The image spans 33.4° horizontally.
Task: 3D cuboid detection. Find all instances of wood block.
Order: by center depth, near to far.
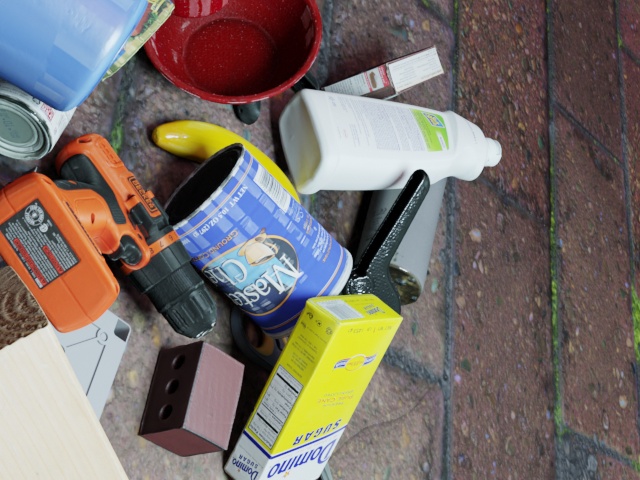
[{"bbox_3d":[-0.180,0.133,0.659,0.090,0.090,0.206,-29,124,-18],"label":"wood block"}]

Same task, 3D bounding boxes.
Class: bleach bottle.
[{"bbox_3d":[0.084,-0.092,1.084,0.250,0.068,0.102,3,58,-33],"label":"bleach bottle"}]

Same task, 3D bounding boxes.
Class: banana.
[{"bbox_3d":[-0.073,-0.059,0.983,0.197,0.037,0.069,44,46,-32],"label":"banana"}]

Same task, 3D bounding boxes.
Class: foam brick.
[{"bbox_3d":[-0.102,0.128,0.861,0.051,0.053,0.078,38,49,-37],"label":"foam brick"}]

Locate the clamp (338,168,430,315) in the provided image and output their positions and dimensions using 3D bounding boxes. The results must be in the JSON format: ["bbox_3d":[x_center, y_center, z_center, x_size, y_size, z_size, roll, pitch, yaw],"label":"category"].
[{"bbox_3d":[0.022,0.036,1.020,0.164,0.036,0.210,-2,107,-18],"label":"clamp"}]

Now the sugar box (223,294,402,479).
[{"bbox_3d":[-0.006,0.130,0.901,0.093,0.048,0.176,1,118,-51],"label":"sugar box"}]

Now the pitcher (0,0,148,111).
[{"bbox_3d":[-0.245,-0.183,0.698,0.242,0.149,0.145,34,37,-19],"label":"pitcher"}]

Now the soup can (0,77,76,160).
[{"bbox_3d":[-0.214,-0.118,0.804,0.068,0.069,0.102,45,46,-31],"label":"soup can"}]

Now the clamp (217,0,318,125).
[{"bbox_3d":[-0.068,-0.197,1.043,0.171,0.039,0.120,62,35,-15],"label":"clamp"}]

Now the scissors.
[{"bbox_3d":[-0.035,0.134,0.974,0.096,0.016,0.202,2,74,-49],"label":"scissors"}]

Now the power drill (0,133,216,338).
[{"bbox_3d":[-0.153,0.009,0.773,0.184,0.057,0.187,53,11,-1],"label":"power drill"}]

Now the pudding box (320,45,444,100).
[{"bbox_3d":[0.069,-0.174,1.162,0.113,0.090,0.039,-33,103,-51],"label":"pudding box"}]

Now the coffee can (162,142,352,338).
[{"bbox_3d":[-0.056,0.001,0.913,0.140,0.103,0.102,45,45,-21],"label":"coffee can"}]

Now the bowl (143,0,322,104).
[{"bbox_3d":[-0.081,-0.181,0.966,0.162,0.055,0.162,2,66,-5],"label":"bowl"}]
